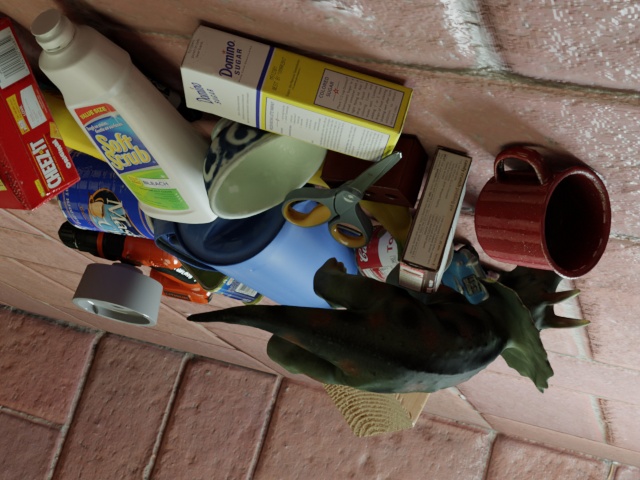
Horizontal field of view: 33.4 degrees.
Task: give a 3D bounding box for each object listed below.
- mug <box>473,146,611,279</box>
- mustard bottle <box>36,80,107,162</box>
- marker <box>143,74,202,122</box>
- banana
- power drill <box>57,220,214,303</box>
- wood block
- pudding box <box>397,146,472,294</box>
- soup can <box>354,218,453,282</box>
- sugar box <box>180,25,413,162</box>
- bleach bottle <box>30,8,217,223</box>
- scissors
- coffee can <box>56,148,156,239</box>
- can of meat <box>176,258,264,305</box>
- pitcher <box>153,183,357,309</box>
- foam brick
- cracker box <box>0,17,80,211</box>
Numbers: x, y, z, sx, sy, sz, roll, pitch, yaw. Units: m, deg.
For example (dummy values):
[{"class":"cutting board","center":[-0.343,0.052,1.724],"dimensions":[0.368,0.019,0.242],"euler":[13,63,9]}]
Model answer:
[{"class":"mug","center":[0.180,-0.027,0.898],"dimensions":[0.082,0.093,0.117],"euler":[8,134,51]},{"class":"mustard bottle","center":[-0.258,-0.123,1.071],"dimensions":[0.191,0.058,0.096],"euler":[21,-175,-13]},{"class":"marker","center":[-0.157,-0.139,0.974],"dimensions":[0.121,0.020,0.020],"euler":[26,164,-37]},{"class":"banana","center":[0.010,-0.053,1.016],"dimensions":[0.198,0.069,0.037],"euler":[28,178,7]},{"class":"power drill","center":[-0.229,0.025,1.402],"dimensions":[0.185,0.057,0.187],"euler":[11,166,24]},{"class":"wood block","center":[0.096,0.139,1.334],"dimensions":[0.090,0.205,0.091],"euler":[-19,112,37]},{"class":"pudding box","center":[0.102,-0.016,0.957],"dimensions":[0.039,0.113,0.090],"euler":[15,166,8]},{"class":"soup can","center":[0.092,0.012,1.182],"dimensions":[0.068,0.068,0.102],"euler":[23,165,-24]},{"class":"sugar box","center":[-0.020,-0.115,0.853],"dimensions":[0.176,0.048,0.093],"euler":[19,167,0]},{"class":"bleach bottle","center":[-0.174,-0.109,0.941],"dimensions":[0.103,0.068,0.250],"euler":[9,153,32]},{"class":"scissors","center":[0.038,-0.031,0.933],"dimensions":[0.096,0.016,0.202],"euler":[35,154,-25]},{"class":"coffee can","center":[-0.211,-0.056,1.199],"dimensions":[0.141,0.103,0.102],"euler":[8,164,33]},{"class":"can of meat","center":[-0.119,0.027,1.289],"dimensions":[0.102,0.057,0.083],"euler":[44,-168,33]},{"class":"pitcher","center":[-0.058,0.001,1.159],"dimensions":[0.149,0.145,0.242],"euler":[33,175,29]},{"class":"foam brick","center":[0.049,-0.065,0.953],"dimensions":[0.078,0.051,0.053],"euler":[10,166,24]},{"class":"cracker box","center":[-0.344,-0.116,1.010],"dimensions":[0.214,0.072,0.164],"euler":[4,124,41]}]
